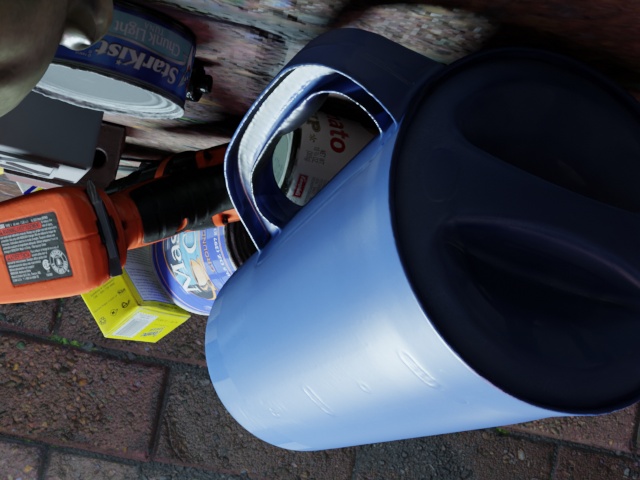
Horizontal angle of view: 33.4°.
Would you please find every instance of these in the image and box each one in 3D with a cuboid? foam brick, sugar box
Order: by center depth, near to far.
[{"bbox_3d":[-0.183,-0.062,0.770,0.078,0.053,0.051,12,175,-12],"label":"foam brick"},{"bbox_3d":[-0.180,-0.003,0.857,0.176,0.048,0.093,54,-172,17],"label":"sugar box"}]

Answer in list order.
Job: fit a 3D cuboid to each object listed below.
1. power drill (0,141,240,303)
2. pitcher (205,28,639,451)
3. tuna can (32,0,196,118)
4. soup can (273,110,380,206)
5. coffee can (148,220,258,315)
[{"bbox_3d":[-0.115,-0.017,0.636,0.185,0.057,0.187,-12,-171,38],"label":"power drill"},{"bbox_3d":[0.028,0.018,0.464,0.144,0.149,0.243,0,164,-26],"label":"pitcher"},{"bbox_3d":[-0.099,-0.082,0.473,0.086,0.034,0.086,12,175,1],"label":"tuna can"},{"bbox_3d":[0.019,-0.030,0.583,0.102,0.068,0.069,14,174,-21],"label":"soup can"},{"bbox_3d":[-0.055,0.001,0.795,0.102,0.103,0.141,14,167,-28],"label":"coffee can"}]
